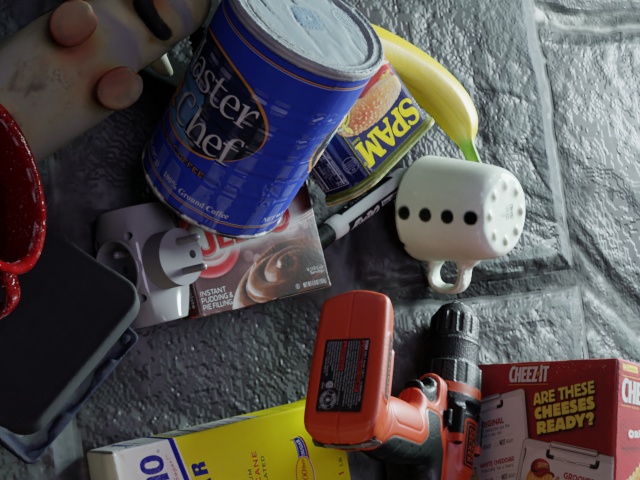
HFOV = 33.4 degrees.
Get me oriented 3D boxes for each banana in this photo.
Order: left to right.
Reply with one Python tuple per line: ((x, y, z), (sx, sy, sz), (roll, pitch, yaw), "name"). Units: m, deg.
((0.062, -0.132, 0.850), (0.197, 0.037, 0.069), (31, 38, -25), "banana")

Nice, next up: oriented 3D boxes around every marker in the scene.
((0.028, -0.022, 0.826), (0.120, 0.020, 0.020), (-35, 103, -35), "marker")

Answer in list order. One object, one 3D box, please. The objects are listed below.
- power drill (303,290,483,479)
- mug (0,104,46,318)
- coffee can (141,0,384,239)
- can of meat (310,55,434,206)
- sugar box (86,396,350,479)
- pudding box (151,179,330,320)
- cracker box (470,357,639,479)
((0.065, 0.105, 0.775), (0.187, 0.057, 0.184), (39, 51, -48), "power drill")
((-0.193, -0.009, 0.539), (0.093, 0.081, 0.117), (-76, 151, -66), "mug")
((-0.039, -0.085, 0.668), (0.102, 0.140, 0.103), (22, 36, -18), "coffee can")
((0.021, -0.089, 0.765), (0.102, 0.058, 0.084), (-46, 107, -33), "can of meat")
((-0.061, 0.166, 0.711), (0.175, 0.048, 0.093), (-8, 88, -38), "sugar box")
((-0.055, 0.001, 0.748), (0.113, 0.039, 0.090), (-12, 88, -38), "pudding box")
((0.175, 0.202, 0.806), (0.072, 0.164, 0.213), (16, 73, -35), "cracker box")
